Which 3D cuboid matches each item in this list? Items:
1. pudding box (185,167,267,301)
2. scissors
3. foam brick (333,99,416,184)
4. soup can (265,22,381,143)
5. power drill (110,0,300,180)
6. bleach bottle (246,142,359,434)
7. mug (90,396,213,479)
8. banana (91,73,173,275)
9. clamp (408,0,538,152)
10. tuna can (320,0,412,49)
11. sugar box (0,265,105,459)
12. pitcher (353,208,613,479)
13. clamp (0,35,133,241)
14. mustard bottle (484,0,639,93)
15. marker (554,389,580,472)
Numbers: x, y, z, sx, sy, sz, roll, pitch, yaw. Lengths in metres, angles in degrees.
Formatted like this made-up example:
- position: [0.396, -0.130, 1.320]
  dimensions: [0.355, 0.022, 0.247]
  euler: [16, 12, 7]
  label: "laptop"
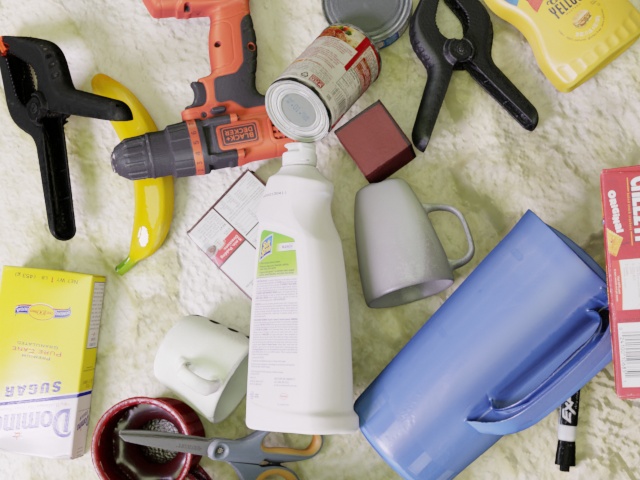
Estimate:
- position: [-0.057, 0.001, 1.003]
  dimensions: [0.113, 0.039, 0.090]
  euler: [44, 90, 5]
  label: "pudding box"
- position: [-0.086, 0.202, 0.945]
  dimensions: [0.201, 0.016, 0.096]
  euler: [-2, 101, -32]
  label: "scissors"
- position: [0.051, -0.088, 0.976]
  dimensions: [0.051, 0.078, 0.053]
  euler: [-36, 81, 5]
  label: "foam brick"
- position: [0.003, -0.142, 0.965]
  dimensions: [0.068, 0.069, 0.102]
  euler: [31, 50, 8]
  label: "soup can"
- position: [-0.116, -0.154, 0.997]
  dimensions: [0.184, 0.057, 0.187]
  euler: [-11, 86, -11]
  label: "power drill"
- position: [-0.015, 0.039, 0.930]
  dimensions: [0.103, 0.067, 0.251]
  euler: [-5, 80, 45]
  label: "bleach bottle"
- position: [-0.143, 0.194, 0.978]
  dimensions: [0.117, 0.081, 0.093]
  euler: [35, 91, 8]
  label: "mug"
- position: [-0.177, -0.068, 1.023]
  dimensions: [0.069, 0.037, 0.198]
  euler: [-8, 85, 4]
  label: "banana"
- position: [0.119, -0.163, 0.986]
  dimensions: [0.120, 0.039, 0.171]
  euler: [-19, 80, -16]
  label: "clamp"
- position: [0.045, -0.223, 1.007]
  dimensions: [0.086, 0.033, 0.086]
  euler: [0, 86, 7]
  label: "tuna can"
- position: [-0.264, 0.115, 1.018]
  dimensions: [0.093, 0.048, 0.176]
  euler: [5, 86, 7]
  label: "sugar box"
- position: [0.148, 0.104, 0.914]
  dimensions: [0.243, 0.149, 0.145]
  euler: [-46, 70, 8]
  label: "pitcher"
- position: [-0.248, -0.128, 1.002]
  dimensions: [0.165, 0.036, 0.210]
  euler: [-47, 61, 37]
  label: "clamp"
- position: [0.201, -0.235, 0.976]
  dimensions: [0.096, 0.058, 0.192]
  euler: [-38, 82, 2]
  label: "mustard bottle"
- position: [0.226, 0.148, 0.966]
  dimensions: [0.020, 0.020, 0.121]
  euler: [5, 87, 7]
  label: "marker"
